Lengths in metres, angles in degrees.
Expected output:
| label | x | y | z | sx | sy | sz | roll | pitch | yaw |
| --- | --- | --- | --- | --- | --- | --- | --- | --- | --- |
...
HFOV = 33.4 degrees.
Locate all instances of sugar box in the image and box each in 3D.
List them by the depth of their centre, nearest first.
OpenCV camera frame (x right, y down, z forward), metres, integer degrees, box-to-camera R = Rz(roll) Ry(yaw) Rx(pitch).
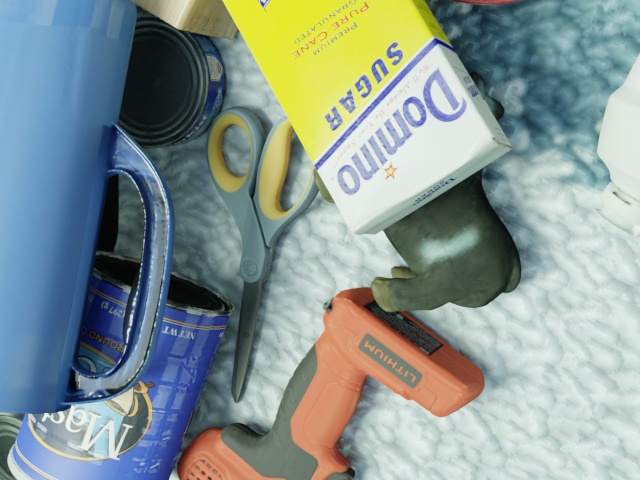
| label | x | y | z | sx | sy | sz | roll | pitch | yaw |
| --- | --- | --- | --- | --- | --- | --- | --- | --- | --- |
| sugar box | 0.018 | -0.101 | 0.577 | 0.093 | 0.048 | 0.176 | -33 | 76 | 19 |

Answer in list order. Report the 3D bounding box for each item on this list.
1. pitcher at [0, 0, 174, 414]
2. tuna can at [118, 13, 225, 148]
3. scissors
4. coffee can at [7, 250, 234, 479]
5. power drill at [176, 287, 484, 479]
| label | x | y | z | sx | sy | sz | roll | pitch | yaw |
| --- | --- | --- | --- | --- | --- | --- | --- | --- | --- |
| pitcher | -0.168 | -0.029 | 0.591 | 0.145 | 0.149 | 0.243 | 11 | 87 | 46 |
| tuna can | -0.106 | -0.103 | 0.695 | 0.086 | 0.033 | 0.086 | 2 | 97 | 18 |
| scissors | -0.055 | 0.001 | 0.699 | 0.096 | 0.016 | 0.202 | 35 | 115 | 25 |
| coffee can | -0.126 | 0.090 | 0.678 | 0.103 | 0.102 | 0.140 | 22 | 96 | 15 |
| power drill | 0.020 | 0.139 | 0.669 | 0.184 | 0.057 | 0.188 | 37 | 106 | 11 |
